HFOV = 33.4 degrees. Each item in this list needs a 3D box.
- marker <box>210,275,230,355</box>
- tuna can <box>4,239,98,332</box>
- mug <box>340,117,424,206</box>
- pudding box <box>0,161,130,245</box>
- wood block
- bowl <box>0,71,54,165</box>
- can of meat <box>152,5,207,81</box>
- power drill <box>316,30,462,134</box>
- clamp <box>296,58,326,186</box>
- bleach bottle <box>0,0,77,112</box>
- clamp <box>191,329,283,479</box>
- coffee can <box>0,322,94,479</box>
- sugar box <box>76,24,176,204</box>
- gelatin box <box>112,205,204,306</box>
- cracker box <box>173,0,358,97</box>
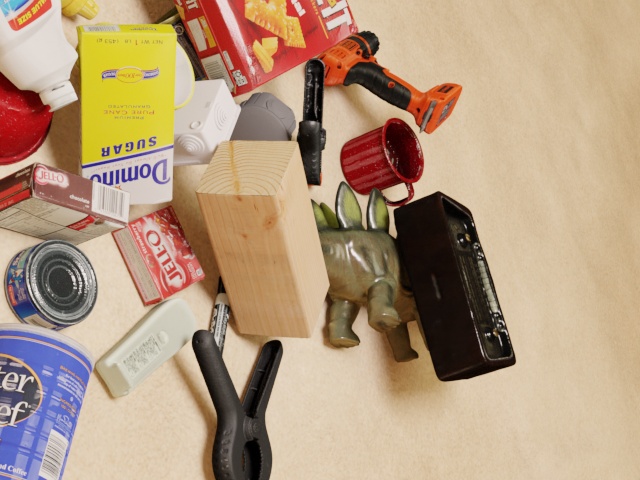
[{"bbox_3d":[-0.112,0.090,1.182,0.020,0.020,0.121,34,50,-39],"label":"marker"},{"bbox_3d":[-0.254,0.043,1.012,0.086,0.034,0.086,24,57,-44],"label":"tuna can"},{"bbox_3d":[0.087,-0.101,1.460,0.093,0.082,0.117,-38,105,-51],"label":"mug"},{"bbox_3d":[-0.250,-0.032,1.003,0.113,0.090,0.039,22,61,-46],"label":"pudding box"},{"bbox_3d":[-0.058,0.002,1.157,0.090,0.090,0.206,-69,154,-44],"label":"wood block"},{"bbox_3d":[-0.307,-0.156,1.013,0.161,0.055,0.162,25,56,-44],"label":"bowl"},{"bbox_3d":[-0.142,-0.239,1.254,0.084,0.058,0.102,58,40,-20],"label":"can of meat"},{"bbox_3d":[0.098,-0.225,1.474,0.188,0.057,0.184,27,32,11],"label":"power drill"},{"bbox_3d":[-0.010,-0.136,1.314,0.171,0.039,0.120,95,5,-60],"label":"clamp"},{"bbox_3d":[-0.285,-0.241,0.976,0.102,0.068,0.251,-33,102,-41],"label":"bleach bottle"},{"bbox_3d":[-0.089,0.195,1.137,0.164,0.036,0.210,29,58,-57],"label":"clamp"},{"bbox_3d":[-0.258,0.155,0.902,0.102,0.103,0.140,36,49,-37],"label":"coffee can"},{"bbox_3d":[-0.191,-0.122,1.049,0.093,0.048,0.176,-3,113,-15],"label":"sugar box"},{"bbox_3d":[-0.170,0.015,1.129,0.073,0.030,0.089,-30,97,-52],"label":"gelatin box"},{"bbox_3d":[-0.064,-0.278,1.240,0.213,0.072,0.164,-37,110,-42],"label":"cracker box"}]
